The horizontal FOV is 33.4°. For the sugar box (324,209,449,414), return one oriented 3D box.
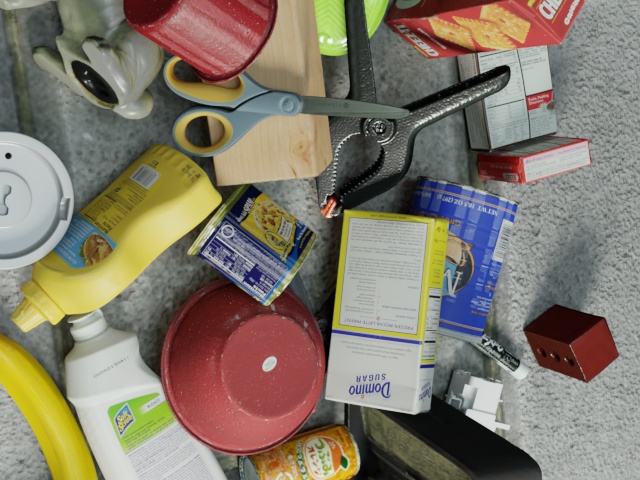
[{"bbox_3d":[0.061,0.063,0.973,0.048,0.093,0.176,4,92,-62],"label":"sugar box"}]

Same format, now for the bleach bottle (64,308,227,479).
[{"bbox_3d":[-0.150,0.171,0.940,0.102,0.068,0.251,-32,106,-36],"label":"bleach bottle"}]

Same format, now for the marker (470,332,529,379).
[{"bbox_3d":[0.173,0.109,1.116,0.121,0.020,0.020,37,81,-26],"label":"marker"}]

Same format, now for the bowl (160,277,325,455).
[{"bbox_3d":[-0.055,0.109,0.933,0.161,0.055,0.162,2,86,-27],"label":"bowl"}]

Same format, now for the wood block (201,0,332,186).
[{"bbox_3d":[-0.050,-0.159,0.908,0.091,0.090,0.206,-5,103,11],"label":"wood block"}]

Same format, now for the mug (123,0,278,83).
[{"bbox_3d":[-0.096,-0.186,0.807,0.093,0.117,0.081,-35,143,25],"label":"mug"}]

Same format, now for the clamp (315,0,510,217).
[{"bbox_3d":[0.064,-0.108,0.971,0.164,0.036,0.210,21,113,-6],"label":"clamp"}]

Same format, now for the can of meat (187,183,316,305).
[{"bbox_3d":[-0.056,0.001,0.927,0.084,0.102,0.058,37,116,-4],"label":"can of meat"}]

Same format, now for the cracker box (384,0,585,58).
[{"bbox_3d":[0.166,-0.252,0.950,0.072,0.214,0.164,34,82,-25],"label":"cracker box"}]

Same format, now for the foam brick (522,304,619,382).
[{"bbox_3d":[0.265,0.108,1.129,0.051,0.078,0.053,-35,111,-20],"label":"foam brick"}]

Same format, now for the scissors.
[{"bbox_3d":[-0.037,-0.095,0.866,0.202,0.016,0.096,21,108,5],"label":"scissors"}]

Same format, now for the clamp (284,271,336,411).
[{"bbox_3d":[-0.013,0.073,1.008,0.120,0.039,0.171,17,83,-21],"label":"clamp"}]

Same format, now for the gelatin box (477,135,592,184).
[{"bbox_3d":[0.215,-0.081,1.079,0.089,0.073,0.030,-17,104,-24],"label":"gelatin box"}]

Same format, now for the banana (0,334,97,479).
[{"bbox_3d":[-0.228,0.162,0.898,0.037,0.069,0.198,-22,92,6],"label":"banana"}]

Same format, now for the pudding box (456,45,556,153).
[{"bbox_3d":[0.188,-0.152,1.075,0.089,0.039,0.113,-16,102,-23],"label":"pudding box"}]

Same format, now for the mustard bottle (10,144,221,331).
[{"bbox_3d":[-0.177,0.004,0.882,0.191,0.096,0.058,-43,132,-14],"label":"mustard bottle"}]

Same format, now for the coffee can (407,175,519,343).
[{"bbox_3d":[0.124,0.018,1.031,0.102,0.103,0.140,15,90,-28],"label":"coffee can"}]
